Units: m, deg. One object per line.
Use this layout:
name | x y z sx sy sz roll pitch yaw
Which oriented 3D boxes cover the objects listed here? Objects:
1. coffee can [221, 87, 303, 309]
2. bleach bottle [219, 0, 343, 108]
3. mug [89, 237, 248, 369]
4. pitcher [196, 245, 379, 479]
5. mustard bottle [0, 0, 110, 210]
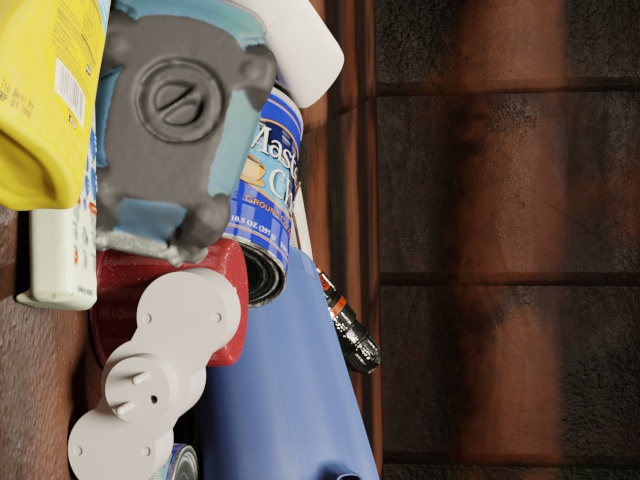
coffee can | -0.069 -0.034 0.778 0.103 0.103 0.140 78 14 -56
bleach bottle | -0.049 -0.163 0.725 0.068 0.102 0.250 -52 168 0
mug | -0.091 0.044 0.690 0.117 0.081 0.093 73 18 -64
pitcher | -0.039 0.132 0.820 0.145 0.149 0.243 54 19 -54
mustard bottle | -0.130 -0.117 0.495 0.096 0.058 0.191 66 25 -62
